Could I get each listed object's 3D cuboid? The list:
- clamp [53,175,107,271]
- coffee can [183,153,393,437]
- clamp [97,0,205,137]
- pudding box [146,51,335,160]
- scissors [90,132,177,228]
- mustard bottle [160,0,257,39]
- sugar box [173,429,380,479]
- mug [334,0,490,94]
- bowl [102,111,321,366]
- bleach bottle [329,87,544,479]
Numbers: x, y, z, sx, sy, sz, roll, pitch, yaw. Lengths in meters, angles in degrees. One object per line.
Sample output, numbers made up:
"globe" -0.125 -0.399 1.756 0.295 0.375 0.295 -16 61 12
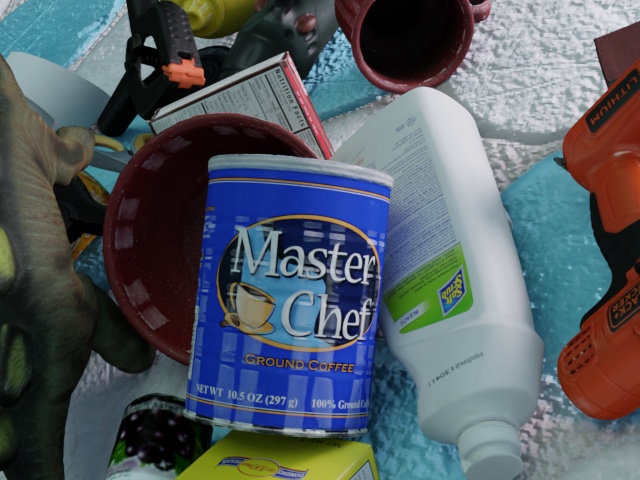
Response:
"clamp" -0.194 0.000 0.790 0.171 0.039 0.120 25 61 13
"coffee can" -0.017 0.030 0.585 0.103 0.102 0.140 4 86 37
"clamp" -0.138 -0.158 0.860 0.210 0.036 0.164 21 106 63
"pudding box" -0.055 -0.072 0.773 0.113 0.090 0.039 -22 16 13
"scissors" -0.148 -0.050 0.808 0.096 0.016 0.202 7 20 -5
"mustard bottle" -0.087 -0.218 0.927 0.096 0.058 0.191 8 29 6
"sugar box" -0.054 0.156 0.521 0.094 0.048 0.175 2 24 38
"mug" 0.069 -0.172 0.804 0.117 0.093 0.081 -14 34 -7
"bowl" -0.054 0.001 0.682 0.162 0.162 0.055 -22 -3 14
"bleach bottle" 0.066 0.026 0.609 0.103 0.068 0.251 -41 38 30
